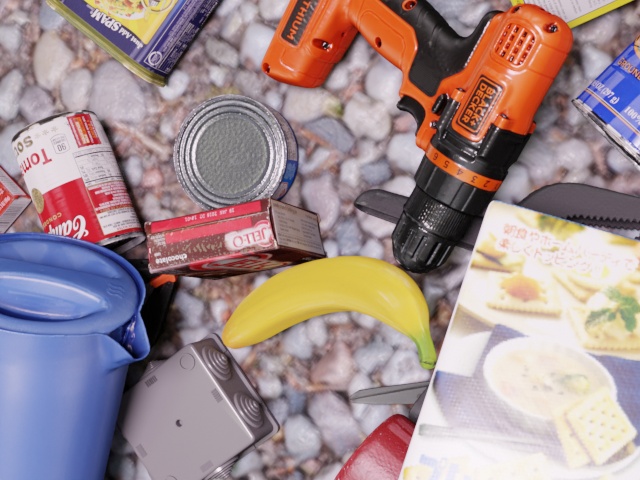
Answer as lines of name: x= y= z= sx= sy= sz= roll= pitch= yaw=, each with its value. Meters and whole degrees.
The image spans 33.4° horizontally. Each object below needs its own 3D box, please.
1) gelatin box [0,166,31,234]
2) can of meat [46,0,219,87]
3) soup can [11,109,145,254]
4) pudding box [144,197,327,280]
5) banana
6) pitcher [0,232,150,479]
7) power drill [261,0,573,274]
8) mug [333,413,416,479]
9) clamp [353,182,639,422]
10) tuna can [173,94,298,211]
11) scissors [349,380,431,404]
gelatin box: x=-0.282 y=-0.026 z=0.836 sx=0.073 sy=0.030 sz=0.089 roll=45 pitch=102 yaw=11
can of meat: x=-0.133 y=-0.176 z=0.776 sx=0.102 sy=0.057 sz=0.084 roll=39 pitch=99 yaw=12
soup can: x=-0.178 y=-0.037 z=0.785 sx=0.069 sy=0.068 sz=0.102 roll=-24 pitch=84 yaw=16
pudding box: x=-0.055 y=0.001 z=0.725 sx=0.090 sy=0.113 sz=0.039 roll=-10 pitch=85 yaw=16
banana: x=0.003 y=0.043 z=0.717 sx=0.198 sy=0.037 sz=0.069 roll=-1 pitch=62 yaw=47
pitcher: x=-0.211 y=0.121 z=0.734 sx=0.144 sy=0.149 sz=0.243 roll=2 pitch=117 yaw=-23
power drill: x=0.050 y=-0.095 z=0.698 sx=0.188 sy=0.057 sz=0.184 roll=37 pitch=109 yaw=26
mug: x=0.050 y=0.176 z=0.702 sx=0.081 sy=0.117 sz=0.093 roll=38 pitch=142 yaw=17
clamp: x=0.127 y=0.009 z=0.708 sx=0.210 sy=0.036 sz=0.164 roll=-24 pitch=73 yaw=11
tuna can: x=-0.060 y=-0.060 z=0.767 sx=0.086 sy=0.033 sz=0.086 roll=0 pitch=91 yaw=16
scissors: x=0.123 y=0.081 z=0.724 sx=0.202 sy=0.016 sz=0.096 roll=9 pitch=92 yaw=16
